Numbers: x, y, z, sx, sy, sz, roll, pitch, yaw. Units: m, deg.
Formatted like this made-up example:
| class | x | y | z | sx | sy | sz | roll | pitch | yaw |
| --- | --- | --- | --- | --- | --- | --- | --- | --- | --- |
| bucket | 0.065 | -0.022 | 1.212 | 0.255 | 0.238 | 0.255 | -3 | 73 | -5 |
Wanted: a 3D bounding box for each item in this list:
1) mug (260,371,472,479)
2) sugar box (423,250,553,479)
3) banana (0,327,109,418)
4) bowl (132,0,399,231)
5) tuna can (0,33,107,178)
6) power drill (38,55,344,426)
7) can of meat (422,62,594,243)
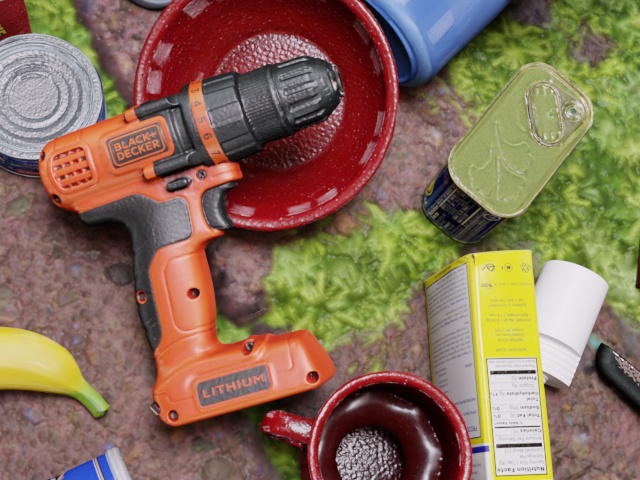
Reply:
| class | x | y | z | sx | sy | sz | roll | pitch | yaw |
| --- | --- | --- | --- | --- | --- | --- | --- | --- | --- |
| mug | 0.021 | 0.124 | 0.622 | 0.117 | 0.081 | 0.093 | 16 | 74 | -5 |
| sugar box | 0.100 | 0.101 | 0.635 | 0.048 | 0.093 | 0.176 | -3 | 77 | -12 |
| banana | -0.226 | 0.090 | 0.615 | 0.197 | 0.037 | 0.069 | -13 | 77 | -12 |
| bowl | -0.031 | -0.088 | 0.664 | 0.162 | 0.055 | 0.162 | 1 | 95 | 6 |
| tuna can | -0.178 | -0.085 | 0.668 | 0.086 | 0.034 | 0.086 | 2 | 76 | -8 |
| power drill | -0.054 | 0.001 | 0.618 | 0.184 | 0.057 | 0.187 | -18 | 89 | 11 |
| can of meat | 0.115 | -0.052 | 0.679 | 0.057 | 0.084 | 0.102 | 39 | 74 | 2 |
